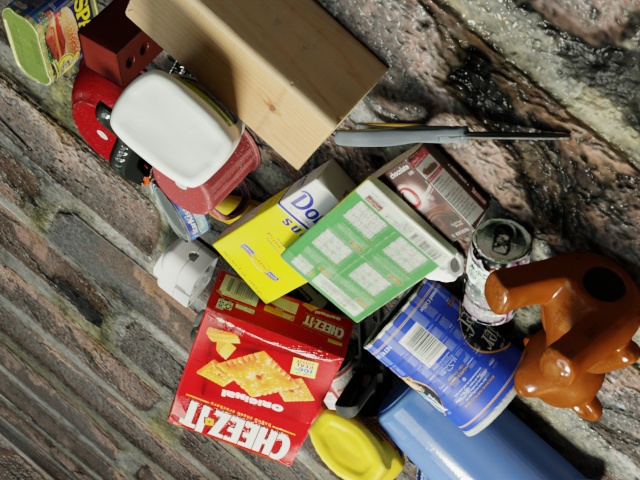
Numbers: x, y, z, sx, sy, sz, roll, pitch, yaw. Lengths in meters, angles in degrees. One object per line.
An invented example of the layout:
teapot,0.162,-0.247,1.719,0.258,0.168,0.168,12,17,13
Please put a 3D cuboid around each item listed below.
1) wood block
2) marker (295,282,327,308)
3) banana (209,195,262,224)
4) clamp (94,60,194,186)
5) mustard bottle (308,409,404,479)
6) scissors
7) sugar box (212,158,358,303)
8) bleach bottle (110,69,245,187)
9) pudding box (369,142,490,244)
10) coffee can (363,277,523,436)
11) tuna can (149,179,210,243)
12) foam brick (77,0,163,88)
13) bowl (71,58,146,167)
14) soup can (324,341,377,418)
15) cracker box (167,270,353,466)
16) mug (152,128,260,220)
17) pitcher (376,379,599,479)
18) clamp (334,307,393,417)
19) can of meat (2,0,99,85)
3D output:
wood block,-0.057,-0.173,0.928,0.206,0.090,0.091,42,150,-3
marker,-0.039,0.035,1.259,0.121,0.020,0.020,46,150,-10
banana,-0.053,-0.007,1.200,0.198,0.037,0.070,31,149,16
clamp,-0.191,-0.111,1.109,0.039,0.120,0.172,48,142,22
mustard bottle,0.052,0.239,1.240,0.096,0.058,0.191,40,-177,18
scissors,0.095,-0.086,0.884,0.202,0.096,0.016,9,106,46
sugar box,-0.023,-0.006,1.112,0.093,0.048,0.177,48,135,-13
bleach bottle,-0.120,-0.116,0.984,0.102,0.068,0.251,41,-170,-9
pudding box,0.092,-0.037,0.990,0.090,0.039,0.114,45,151,-7
coffee can,0.129,0.115,1.087,0.140,0.102,0.103,40,151,1
tuna can,-0.166,-0.041,1.261,0.086,0.033,0.086,51,163,21
foam brick,-0.194,-0.201,1.061,0.051,0.078,0.053,30,151,18
bowl,-0.229,-0.136,1.212,0.162,0.055,0.162,30,149,20
soup can,0.034,0.181,1.323,0.069,0.068,0.102,4,135,46
cracker box,-0.074,0.154,1.236,0.164,0.072,0.214,21,130,-2
mug,-0.118,-0.073,1.141,0.093,0.081,0.117,1,133,48
pitcher,0.175,0.249,1.187,0.243,0.149,0.145,44,171,1
clamp,0.053,0.151,1.199,0.036,0.164,0.210,6,149,14
can of meat,-0.281,-0.225,1.121,0.057,0.083,0.102,29,148,20
